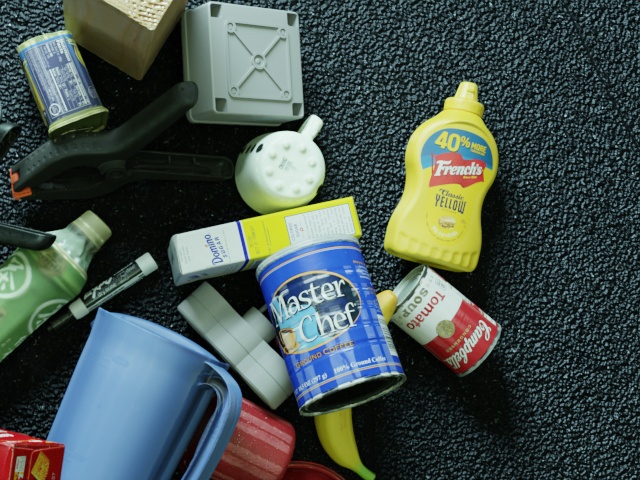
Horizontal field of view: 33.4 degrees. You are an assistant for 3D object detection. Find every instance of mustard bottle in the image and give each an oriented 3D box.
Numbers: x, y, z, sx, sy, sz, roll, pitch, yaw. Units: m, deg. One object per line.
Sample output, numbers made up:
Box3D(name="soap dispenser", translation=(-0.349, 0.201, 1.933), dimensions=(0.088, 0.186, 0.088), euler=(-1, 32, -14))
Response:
Box3D(name="mustard bottle", translation=(0.132, -0.069, 1.095), dimensions=(0.096, 0.058, 0.191), euler=(15, 84, -12))

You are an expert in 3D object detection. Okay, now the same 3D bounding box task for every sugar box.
Box3D(name="sugar box", translation=(-0.057, 0.001, 1.033), dimensions=(0.176, 0.093, 0.048), euler=(-10, 83, -13))

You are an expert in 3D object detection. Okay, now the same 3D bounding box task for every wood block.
Box3D(name="wood block", translation=(-0.172, -0.223, 0.960), dimensions=(0.090, 0.206, 0.091), euler=(31, 82, -9))

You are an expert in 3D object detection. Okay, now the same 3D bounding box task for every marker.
Box3D(name="marker", translation=(-0.213, 0.052, 1.036), dimensions=(0.121, 0.020, 0.020), euler=(-34, 95, -11))

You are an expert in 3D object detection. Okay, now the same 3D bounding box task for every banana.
Box3D(name="banana", translation=(0.031, 0.142, 1.061), dimensions=(0.069, 0.037, 0.198), euler=(5, 102, -8))

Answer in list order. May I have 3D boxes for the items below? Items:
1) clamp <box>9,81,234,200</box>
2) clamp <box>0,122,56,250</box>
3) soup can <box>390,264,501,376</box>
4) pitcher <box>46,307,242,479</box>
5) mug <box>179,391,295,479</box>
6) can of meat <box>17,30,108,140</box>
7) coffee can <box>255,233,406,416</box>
Box3D(name="clamp", translation=(-0.187, -0.075, 1.010), dimensions=(0.210, 0.164, 0.036), euler=(-17, 65, 9))
Box3D(name="clamp", translation=(-0.323, -0.018, 0.975), dimensions=(0.171, 0.039, 0.120), euler=(-30, 77, 13))
Box3D(name="soup can", translation=(0.123, 0.080, 1.082), dimensions=(0.102, 0.068, 0.068), euler=(39, 80, -7))
Box3D(name="pitcher", translation=(-0.181, 0.195, 0.971), dimensions=(0.145, 0.149, 0.243), euler=(25, 83, -15))
Box3D(name="mug", translation=(-0.082, 0.206, 1.018), dimensions=(0.081, 0.093, 0.117), euler=(29, 68, -18))
Box3D(name="can of meat", translation=(-0.241, -0.141, 0.996), dimensions=(0.057, 0.102, 0.084), euler=(-23, 90, -14))
Box3D(name="coffee can", translation=(0.008, 0.079, 0.987), dimensions=(0.102, 0.103, 0.140), euler=(-15, 71, -12))
